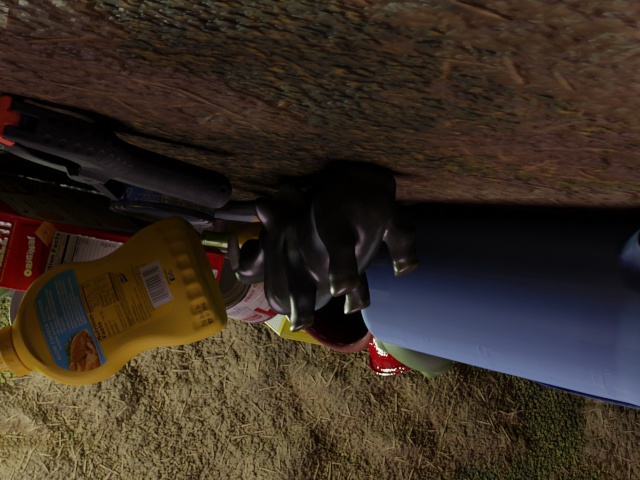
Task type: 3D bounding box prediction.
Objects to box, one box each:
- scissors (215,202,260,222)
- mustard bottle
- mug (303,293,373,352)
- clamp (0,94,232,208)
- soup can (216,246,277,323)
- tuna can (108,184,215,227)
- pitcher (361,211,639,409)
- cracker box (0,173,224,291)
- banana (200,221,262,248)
[{"bbox_3d":[-0.078,-0.023,0.971,0.202,0.016,0.096,5,172,28],"label":"scissors"},{"bbox_3d":[-0.175,0.059,0.832,0.191,0.096,0.058,-23,170,5],"label":"mustard bottle"},{"bbox_3d":[0.027,0.025,0.907,0.093,0.117,0.081,17,-138,31],"label":"mug"},{"bbox_3d":[-0.157,-0.056,0.726,0.120,0.039,0.171,-5,159,43],"label":"clamp"},{"bbox_3d":[-0.079,0.042,1.039,0.069,0.068,0.102,6,171,19],"label":"soup can"},{"bbox_3d":[-0.126,-0.035,0.865,0.086,0.034,0.086,8,173,1],"label":"tuna can"},{"bbox_3d":[0.159,0.050,0.810,0.243,0.149,0.144,8,-174,32],"label":"pitcher"},{"bbox_3d":[-0.213,0.003,0.943,0.213,0.072,0.164,11,-169,-26],"label":"cracker box"},{"bbox_3d":[-0.040,0.005,0.946,0.070,0.037,0.197,15,176,16],"label":"banana"}]
